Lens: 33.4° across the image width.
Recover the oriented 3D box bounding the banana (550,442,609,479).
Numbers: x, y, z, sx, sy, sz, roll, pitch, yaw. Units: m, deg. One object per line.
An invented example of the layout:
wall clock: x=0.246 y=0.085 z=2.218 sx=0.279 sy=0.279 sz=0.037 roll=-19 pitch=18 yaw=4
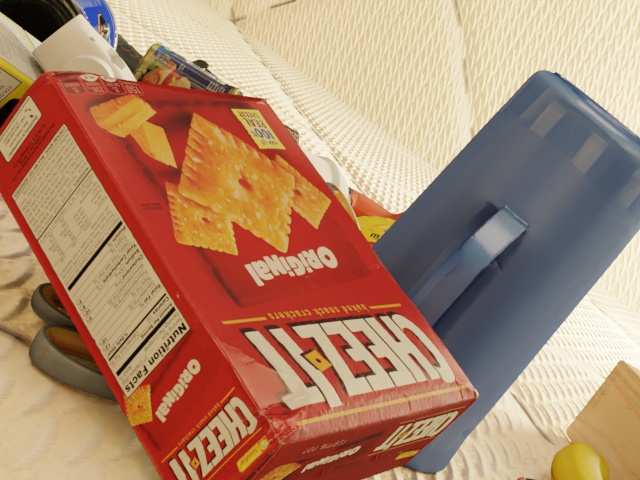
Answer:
banana: x=0.197 y=0.184 z=0.773 sx=0.070 sy=0.037 sz=0.197 roll=36 pitch=11 yaw=11

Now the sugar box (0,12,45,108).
sugar box: x=-0.222 y=-0.119 z=0.738 sx=0.093 sy=0.048 sz=0.176 roll=57 pitch=8 yaw=31

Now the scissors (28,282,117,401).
scissors: x=-0.070 y=0.067 z=0.557 sx=0.201 sy=0.016 sz=0.096 roll=23 pitch=15 yaw=-46

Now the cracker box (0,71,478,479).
cracker box: x=-0.040 y=0.017 z=0.520 sx=0.163 sy=0.072 sz=0.214 roll=-1 pitch=49 yaw=-53

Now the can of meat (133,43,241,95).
can of meat: x=-0.131 y=-0.110 z=0.934 sx=0.084 sy=0.102 sz=0.057 roll=31 pitch=11 yaw=-5

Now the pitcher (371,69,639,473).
pitcher: x=0.097 y=0.018 z=0.657 sx=0.144 sy=0.243 sz=0.149 roll=30 pitch=18 yaw=-29

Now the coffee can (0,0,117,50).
coffee can: x=-0.232 y=-0.171 z=0.896 sx=0.102 sy=0.103 sz=0.140 roll=32 pitch=11 yaw=-9
